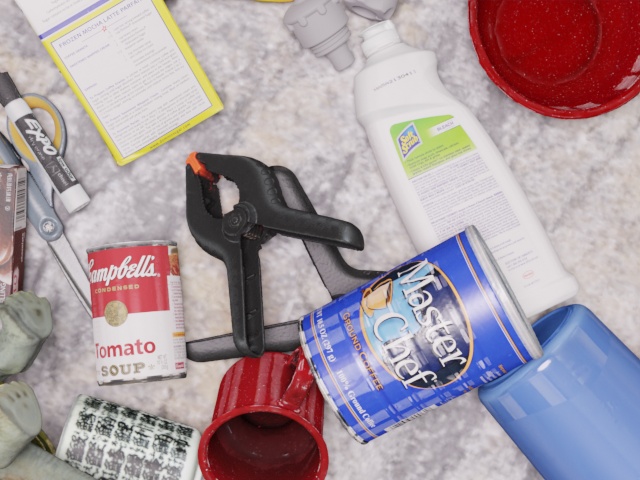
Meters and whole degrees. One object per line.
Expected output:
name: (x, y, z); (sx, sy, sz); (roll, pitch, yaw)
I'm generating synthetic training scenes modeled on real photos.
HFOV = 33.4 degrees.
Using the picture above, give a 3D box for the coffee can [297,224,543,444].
coffee can: (0.070, 0.066, 0.748); (0.140, 0.102, 0.103); (-29, 91, 10)

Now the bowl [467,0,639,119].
bowl: (0.188, -0.172, 0.841); (0.162, 0.055, 0.162); (0, 88, -6)

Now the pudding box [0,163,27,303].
pudding box: (-0.266, -0.003, 0.788); (0.090, 0.039, 0.113); (5, 95, 1)

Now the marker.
marker: (-0.213, -0.075, 0.799); (0.020, 0.020, 0.121); (-33, 91, -6)

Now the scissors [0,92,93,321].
scissors: (-0.198, -0.029, 0.818); (0.096, 0.016, 0.202); (-44, 93, -5)

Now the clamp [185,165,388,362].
clamp: (0.006, 0.063, 0.825); (0.210, 0.036, 0.164); (33, 91, -3)

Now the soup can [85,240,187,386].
soup can: (-0.136, 0.054, 0.792); (0.068, 0.068, 0.102); (-5, 85, -6)

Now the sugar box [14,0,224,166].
sugar box: (-0.155, -0.152, 0.783); (0.093, 0.048, 0.176); (-31, 111, -6)

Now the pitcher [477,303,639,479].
pitcher: (0.243, 0.161, 0.806); (0.243, 0.149, 0.145); (48, 123, 0)

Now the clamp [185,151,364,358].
clamp: (-0.055, 0.001, 0.779); (0.120, 0.039, 0.172); (-50, 51, 1)

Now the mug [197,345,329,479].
mug: (-0.034, 0.126, 0.778); (0.093, 0.081, 0.117); (22, 117, -9)

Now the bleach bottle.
bleach bottle: (0.101, -0.054, 0.826); (0.102, 0.068, 0.251); (-24, 89, -4)
